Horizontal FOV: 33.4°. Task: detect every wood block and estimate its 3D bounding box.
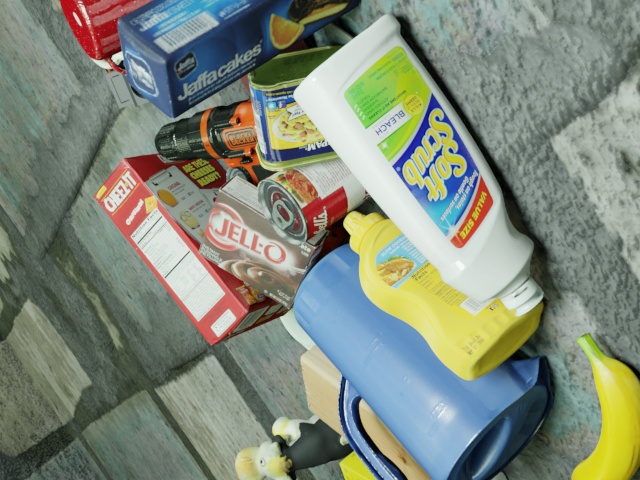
[{"bbox_3d":[0.082,0.179,1.115,0.206,0.090,0.091,34,145,38],"label":"wood block"}]

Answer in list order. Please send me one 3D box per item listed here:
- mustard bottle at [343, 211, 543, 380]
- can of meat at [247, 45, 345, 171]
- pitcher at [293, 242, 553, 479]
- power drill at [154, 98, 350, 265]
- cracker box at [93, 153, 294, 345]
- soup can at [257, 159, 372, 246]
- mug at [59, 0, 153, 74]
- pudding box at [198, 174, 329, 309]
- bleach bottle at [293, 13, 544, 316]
[{"bbox_3d":[0.091,0.032,0.923,0.192,0.096,0.058,39,150,30],"label":"mustard bottle"},{"bbox_3d":[-0.010,-0.116,0.921,0.057,0.102,0.084,-109,9,-51],"label":"can of meat"},{"bbox_3d":[0.080,0.120,0.996,0.243,0.149,0.145,43,151,31],"label":"pitcher"},{"bbox_3d":[-0.063,-0.051,1.073,0.185,0.057,0.187,-6,122,33],"label":"power drill"},{"bbox_3d":[-0.125,0.002,1.175,0.072,0.164,0.214,-45,78,25],"label":"cracker box"},{"bbox_3d":[0.002,-0.049,0.973,0.069,0.102,0.068,40,150,29],"label":"soup can"},{"bbox_3d":[-0.183,-0.206,0.975,0.093,0.081,0.117,42,154,46],"label":"mug"},{"bbox_3d":[-0.057,0.001,1.044,0.113,0.039,0.090,30,132,7],"label":"pudding box"},{"bbox_3d":[0.093,-0.050,0.845,0.251,0.102,0.068,50,163,-3],"label":"bleach bottle"}]
